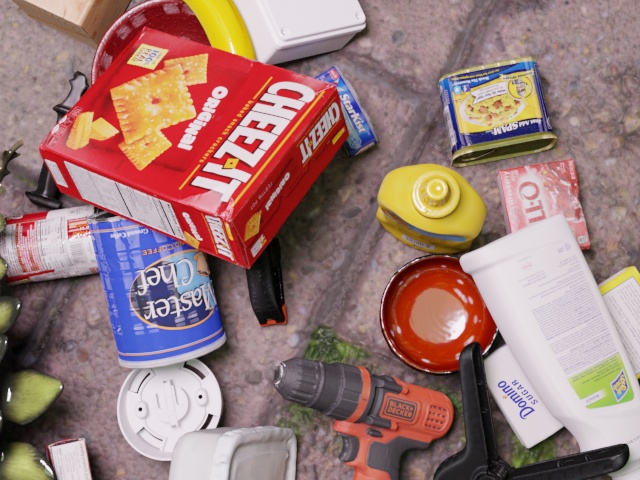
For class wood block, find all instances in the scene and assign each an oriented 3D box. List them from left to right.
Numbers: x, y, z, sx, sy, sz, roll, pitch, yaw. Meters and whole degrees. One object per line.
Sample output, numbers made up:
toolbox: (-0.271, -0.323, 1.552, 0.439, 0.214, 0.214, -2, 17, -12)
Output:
wood block: (-0.217, -0.307, 1.060, 0.091, 0.090, 0.206, 26, 86, 6)

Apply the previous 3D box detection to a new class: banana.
banana: (-0.106, -0.203, 1.013, 0.070, 0.037, 0.198, -41, 79, 24)

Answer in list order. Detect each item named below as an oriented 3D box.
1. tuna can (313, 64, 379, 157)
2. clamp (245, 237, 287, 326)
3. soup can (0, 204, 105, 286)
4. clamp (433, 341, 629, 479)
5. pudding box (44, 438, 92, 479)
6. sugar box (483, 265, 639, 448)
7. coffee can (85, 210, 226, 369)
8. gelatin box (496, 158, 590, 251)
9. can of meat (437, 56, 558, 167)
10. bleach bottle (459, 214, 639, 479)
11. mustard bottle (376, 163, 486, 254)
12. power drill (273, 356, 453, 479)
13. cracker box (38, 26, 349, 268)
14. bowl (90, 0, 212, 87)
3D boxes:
tuna can: (0.022, -0.123, 1.024, 0.034, 0.086, 0.086, -30, 82, 1)
clamp: (-0.057, 0.001, 1.005, 0.039, 0.171, 0.120, 1, 41, 9)
soup can: (-0.258, 0.004, 1.036, 0.102, 0.068, 0.068, -8, 83, 2)
clamp: (0.166, 0.212, 0.947, 0.165, 0.036, 0.210, 29, 117, 22)
pudding box: (-0.229, 0.241, 0.992, 0.039, 0.090, 0.113, -12, 83, -17)
sugar box: (0.241, 0.109, 1.003, 0.176, 0.048, 0.093, -32, 84, 3)
coffee can: (-0.151, 0.036, 0.990, 0.103, 0.103, 0.140, -11, 99, 2)
gelatin box: (0.214, -0.029, 1.028, 0.073, 0.030, 0.089, -9, 82, 3)
can of meat: (0.168, -0.124, 1.030, 0.102, 0.057, 0.084, -11, 80, 2)
bleach bottle: (0.220, 0.109, 0.945, 0.102, 0.068, 0.251, -23, 87, -14)
mustard bottle: (0.099, -0.029, 0.954, 0.096, 0.191, 0.058, 22, 85, 6)
power drill: (0.021, 0.207, 0.968, 0.184, 0.057, 0.187, 18, 88, -23)
cracker box: (-0.110, -0.088, 0.920, 0.214, 0.072, 0.164, 21, 60, 27)
bowl: (-0.141, -0.156, 1.053, 0.162, 0.055, 0.162, 0, 83, 3)
